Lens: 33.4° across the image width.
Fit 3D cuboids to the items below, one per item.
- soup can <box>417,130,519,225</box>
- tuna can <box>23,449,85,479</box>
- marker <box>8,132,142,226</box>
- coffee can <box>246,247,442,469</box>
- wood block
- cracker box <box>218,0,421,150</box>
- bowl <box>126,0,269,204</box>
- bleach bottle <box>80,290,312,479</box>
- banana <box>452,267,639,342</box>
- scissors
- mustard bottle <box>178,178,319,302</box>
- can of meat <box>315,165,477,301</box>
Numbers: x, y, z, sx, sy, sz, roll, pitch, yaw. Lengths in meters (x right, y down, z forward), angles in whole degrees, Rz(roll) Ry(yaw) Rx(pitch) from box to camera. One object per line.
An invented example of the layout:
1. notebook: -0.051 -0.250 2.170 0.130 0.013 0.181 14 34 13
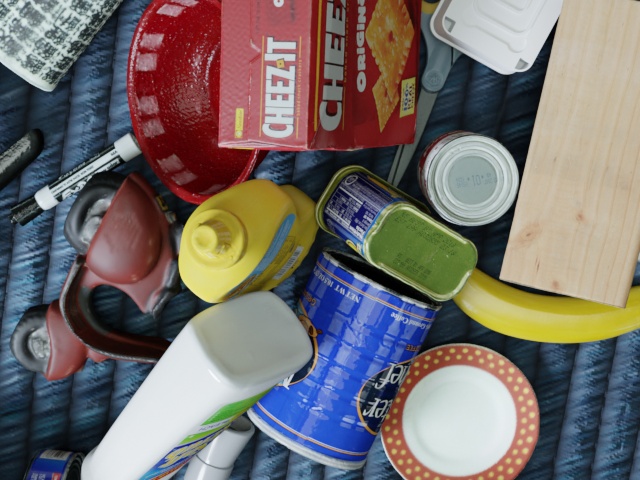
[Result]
1. soup can: 0.110 -0.048 0.806 0.068 0.102 0.068 0 97 2
2. tuna can: -0.215 0.211 0.856 0.034 0.086 0.086 5 97 2
3. marker: -0.198 -0.047 0.857 0.121 0.020 0.020 -31 95 5
4. coffee can: 0.018 0.090 0.826 0.103 0.103 0.140 25 97 -2
5. wood block: 0.201 -0.065 0.770 0.090 0.090 0.206 13 97 16
6. cracker box: 0.008 -0.146 0.738 0.072 0.213 0.164 4 97 22
7. bowl: -0.078 -0.110 0.804 0.162 0.055 0.162 15 112 43
8. bleach bottle: -0.112 0.140 0.815 0.068 0.102 0.251 54 130 16
9. banana: 0.181 0.048 0.848 0.198 0.037 0.070 14 98 0
10. scissors: 0.077 -0.144 0.838 0.096 0.016 0.202 36 96 -3
11. mustard bottle: -0.055 0.001 0.770 0.058 0.191 0.096 41 97 8
12. can of meat: 0.059 -0.005 0.803 0.102 0.084 0.057 28 97 -31
